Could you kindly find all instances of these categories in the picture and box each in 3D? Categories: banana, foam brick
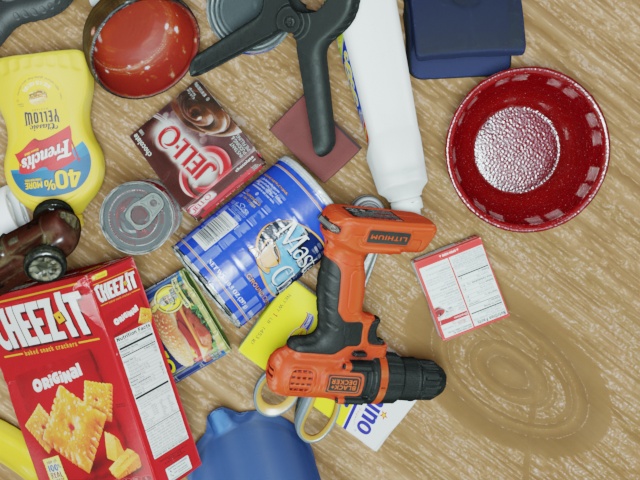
[{"bbox_3d":[-0.356,0.204,1.078,0.197,0.037,0.069,24,93,-4],"label":"banana"},{"bbox_3d":[-0.005,-0.100,1.052,0.078,0.053,0.051,44,93,-4],"label":"foam brick"}]

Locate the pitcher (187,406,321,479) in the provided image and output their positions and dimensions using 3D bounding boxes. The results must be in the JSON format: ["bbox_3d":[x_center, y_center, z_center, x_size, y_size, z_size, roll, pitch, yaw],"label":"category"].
[{"bbox_3d":[-0.047,0.261,0.990,0.149,0.243,0.145,18,94,-11],"label":"pitcher"}]

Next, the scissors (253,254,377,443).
[{"bbox_3d":[-0.008,0.098,1.040,0.096,0.016,0.202,10,97,-5],"label":"scissors"}]

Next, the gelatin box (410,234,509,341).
[{"bbox_3d":[0.141,0.049,1.081,0.073,0.030,0.089,-21,96,-1],"label":"gelatin box"}]

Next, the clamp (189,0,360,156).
[{"bbox_3d":[-0.031,-0.201,0.981,0.165,0.036,0.210,26,114,15],"label":"clamp"}]

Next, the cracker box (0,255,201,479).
[{"bbox_3d":[-0.224,0.137,1.021,0.164,0.072,0.214,-13,98,35],"label":"cracker box"}]

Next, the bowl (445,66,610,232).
[{"bbox_3d":[0.200,-0.090,1.057,0.162,0.055,0.162,0,95,-2],"label":"bowl"}]

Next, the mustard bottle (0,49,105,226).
[{"bbox_3d":[-0.262,-0.086,1.043,0.096,0.058,0.191,-7,96,0],"label":"mustard bottle"}]

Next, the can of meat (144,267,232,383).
[{"bbox_3d":[-0.147,0.089,1.064,0.084,0.057,0.102,-30,95,-1],"label":"can of meat"}]

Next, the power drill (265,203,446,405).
[{"bbox_3d":[0.051,0.065,0.998,0.184,0.057,0.188,6,104,-24],"label":"power drill"}]

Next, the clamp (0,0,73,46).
[{"bbox_3d":[-0.304,-0.241,1.031,0.171,0.039,0.120,-36,73,-10],"label":"clamp"}]

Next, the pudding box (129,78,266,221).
[{"bbox_3d":[-0.119,-0.087,1.031,0.090,0.039,0.114,-40,59,1],"label":"pudding box"}]

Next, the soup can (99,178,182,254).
[{"bbox_3d":[-0.170,-0.025,1.029,0.068,0.102,0.068,0,95,-2],"label":"soup can"}]

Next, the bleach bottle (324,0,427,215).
[{"bbox_3d":[0.059,-0.142,1.023,0.068,0.102,0.251,-14,94,-2],"label":"bleach bottle"}]

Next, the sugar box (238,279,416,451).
[{"bbox_3d":[0.013,0.124,1.077,0.176,0.048,0.093,36,93,-3],"label":"sugar box"}]

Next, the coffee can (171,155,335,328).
[{"bbox_3d":[-0.057,0.001,1.023,0.140,0.103,0.103,-40,95,-9],"label":"coffee can"}]

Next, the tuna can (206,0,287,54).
[{"bbox_3d":[-0.068,-0.226,1.048,0.086,0.034,0.086,0,95,-2],"label":"tuna can"}]
